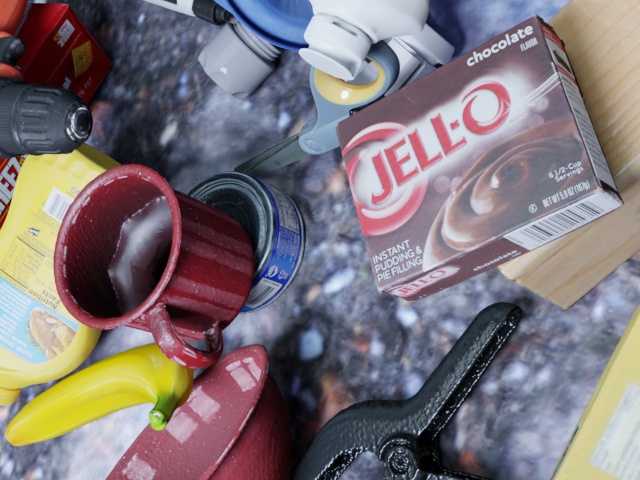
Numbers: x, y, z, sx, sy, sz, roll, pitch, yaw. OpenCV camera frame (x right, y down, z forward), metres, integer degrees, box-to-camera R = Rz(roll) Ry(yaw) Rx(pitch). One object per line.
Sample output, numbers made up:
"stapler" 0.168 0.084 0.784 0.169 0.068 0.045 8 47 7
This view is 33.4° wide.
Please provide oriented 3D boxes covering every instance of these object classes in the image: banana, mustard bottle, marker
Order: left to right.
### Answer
"mustard bottle" -0.181 0.033 0.689 0.096 0.058 0.192 32 97 8
"banana" -0.133 0.095 0.668 0.198 0.069 0.037 -20 100 49
"marker" -0.108 -0.174 0.761 0.121 0.020 0.020 25 91 35

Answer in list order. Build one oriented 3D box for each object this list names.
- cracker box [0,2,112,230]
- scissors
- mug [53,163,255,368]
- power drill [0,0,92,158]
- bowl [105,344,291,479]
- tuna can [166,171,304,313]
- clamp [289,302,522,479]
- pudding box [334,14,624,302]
"cracker box" -0.282 -0.096 0.797 0.214 0.072 0.164 10 61 34
"scissors" -0.008 -0.071 0.603 0.202 0.096 0.016 -4 53 42
"mug" -0.087 0.021 0.608 0.093 0.081 0.117 -39 59 18
"power drill" -0.195 -0.135 0.691 0.185 0.057 0.187 7 60 27
"bowl" -0.067 0.136 0.593 0.162 0.055 0.162 -43 14 14
"tuna can" -0.054 0.001 0.666 0.086 0.033 0.086 -10 71 31
"clamp" 0.052 0.105 0.563 0.172 0.039 0.120 -16 67 24
"pudding box" 0.068 -0.034 0.483 0.114 0.039 0.090 -25 65 25
